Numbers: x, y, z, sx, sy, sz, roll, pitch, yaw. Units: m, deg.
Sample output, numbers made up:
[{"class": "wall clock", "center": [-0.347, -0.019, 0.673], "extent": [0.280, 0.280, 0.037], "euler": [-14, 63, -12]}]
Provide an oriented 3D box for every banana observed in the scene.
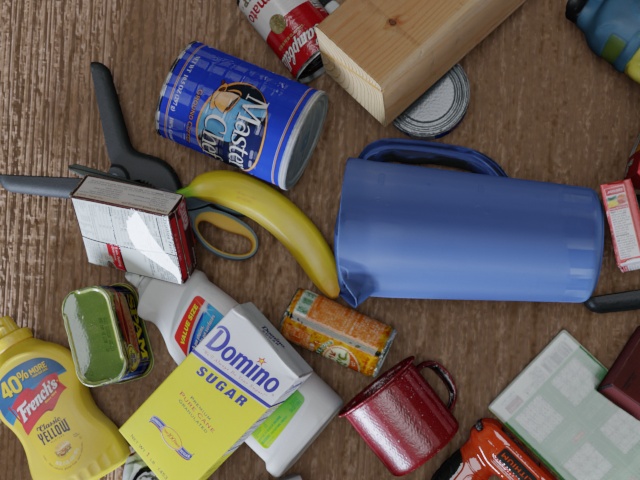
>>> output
[{"class": "banana", "center": [-0.052, -0.016, 1.056], "extent": [0.197, 0.037, 0.069], "euler": [31, 74, -11]}]

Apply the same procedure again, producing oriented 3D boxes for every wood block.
[{"class": "wood block", "center": [0.104, -0.220, 1.005], "extent": [0.206, 0.090, 0.091], "euler": [-42, 71, -8]}]

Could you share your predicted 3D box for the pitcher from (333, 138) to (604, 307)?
[{"class": "pitcher", "center": [0.136, -0.013, 1.007], "extent": [0.243, 0.145, 0.149], "euler": [4, 100, 5]}]

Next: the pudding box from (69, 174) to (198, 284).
[{"class": "pudding box", "center": [-0.179, -0.010, 1.034], "extent": [0.114, 0.039, 0.090], "euler": [11, 132, 18]}]

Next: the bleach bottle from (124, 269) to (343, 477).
[{"class": "bleach bottle", "center": [-0.101, 0.113, 1.061], "extent": [0.251, 0.068, 0.102], "euler": [41, 96, 11]}]

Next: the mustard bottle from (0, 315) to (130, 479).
[{"class": "mustard bottle", "center": [-0.279, 0.162, 1.085], "extent": [0.096, 0.058, 0.191], "euler": [-32, 83, 4]}]

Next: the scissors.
[{"class": "scissors", "center": [-0.141, -0.055, 1.067], "extent": [0.201, 0.016, 0.096], "euler": [34, 76, -9]}]

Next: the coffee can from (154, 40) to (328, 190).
[{"class": "coffee can", "center": [-0.076, -0.123, 1.047], "extent": [0.140, 0.102, 0.103], "euler": [23, 91, 9]}]

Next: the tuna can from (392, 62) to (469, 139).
[{"class": "tuna can", "center": [0.105, -0.143, 1.056], "extent": [0.086, 0.033, 0.086], "euler": [0, 87, 8]}]

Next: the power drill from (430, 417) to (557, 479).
[{"class": "power drill", "center": [0.142, 0.278, 1.019], "extent": [0.188, 0.057, 0.184], "euler": [-45, 82, 4]}]

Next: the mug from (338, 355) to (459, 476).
[{"class": "mug", "center": [0.086, 0.164, 1.025], "extent": [0.117, 0.093, 0.081], "euler": [-37, 87, -32]}]

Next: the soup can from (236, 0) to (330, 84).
[{"class": "soup can", "center": [-0.027, -0.216, 1.062], "extent": [0.068, 0.068, 0.102], "euler": [-39, 82, 5]}]

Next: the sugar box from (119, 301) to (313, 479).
[{"class": "sugar box", "center": [-0.100, 0.151, 1.005], "extent": [0.093, 0.048, 0.176], "euler": [46, 108, 13]}]

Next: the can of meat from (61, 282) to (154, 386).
[{"class": "can of meat", "center": [-0.213, 0.094, 1.066], "extent": [0.057, 0.084, 0.102], "euler": [-16, 85, 7]}]

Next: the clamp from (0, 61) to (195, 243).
[{"class": "clamp", "center": [-0.206, -0.072, 1.095], "extent": [0.210, 0.036, 0.164], "euler": [33, 93, 6]}]
